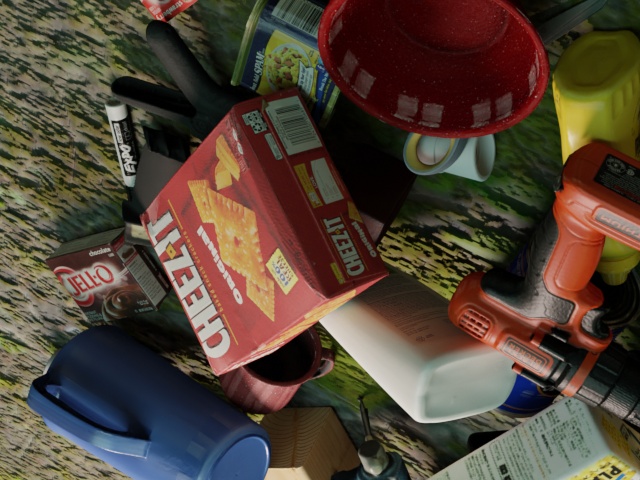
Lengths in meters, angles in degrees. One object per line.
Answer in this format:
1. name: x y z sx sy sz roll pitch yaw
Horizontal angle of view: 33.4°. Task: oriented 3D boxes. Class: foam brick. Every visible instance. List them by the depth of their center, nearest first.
1. foam brick: 0.038 -0.032 0.890 0.053 0.078 0.051 29 137 7

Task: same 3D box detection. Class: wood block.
1. wood block: 0.004 0.289 1.180 0.090 0.090 0.206 -8 123 33

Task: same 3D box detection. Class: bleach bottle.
1. bleach bottle: 0.050 0.055 0.899 0.251 0.102 0.068 41 131 49

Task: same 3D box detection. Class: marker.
1. marker: -0.184 -0.081 1.013 0.020 0.020 0.121 12 133 20

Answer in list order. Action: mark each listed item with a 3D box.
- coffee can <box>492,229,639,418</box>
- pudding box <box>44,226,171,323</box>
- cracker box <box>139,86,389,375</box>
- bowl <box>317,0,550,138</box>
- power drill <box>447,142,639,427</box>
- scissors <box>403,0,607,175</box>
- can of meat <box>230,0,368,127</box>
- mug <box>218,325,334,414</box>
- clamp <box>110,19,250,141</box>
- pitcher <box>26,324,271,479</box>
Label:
1. coffee can: 0.182 0.067 0.876 0.103 0.102 0.140 31 136 2
2. pudding box: -0.224 0.037 1.125 0.114 0.039 0.090 -14 119 37
3. cracker box: -0.056 0.001 0.867 0.214 0.071 0.164 -38 75 53
4. bowl: 0.082 -0.143 0.741 0.162 0.055 0.162 14 148 9
5. power drill: 0.195 0.038 0.728 0.184 0.057 0.188 28 134 8
6. scissors: 0.125 -0.108 0.790 0.202 0.016 0.096 -11 88 36
7. can of meat: -0.015 -0.144 0.827 0.084 0.057 0.102 28 148 1
8. mug: -0.043 0.123 1.073 0.117 0.093 0.082 2 146 -21
9. clamp: -0.103 -0.111 0.924 0.171 0.039 0.120 42 154 -18
10. pitcher: -0.177 0.192 1.109 0.243 0.149 0.145 23 144 35
